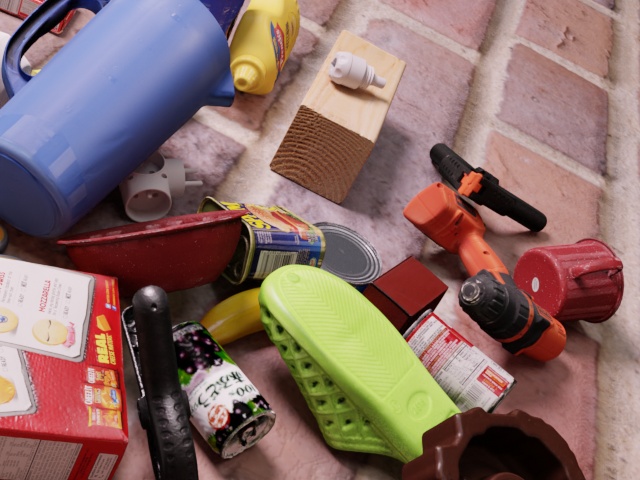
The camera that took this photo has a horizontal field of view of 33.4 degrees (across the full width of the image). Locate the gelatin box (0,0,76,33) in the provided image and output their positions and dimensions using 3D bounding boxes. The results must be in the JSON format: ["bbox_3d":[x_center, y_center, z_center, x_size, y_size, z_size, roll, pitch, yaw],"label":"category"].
[{"bbox_3d":[-0.315,-0.270,1.181,0.089,0.030,0.073,23,34,-9],"label":"gelatin box"}]

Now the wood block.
[{"bbox_3d":[0.024,-0.143,1.202,0.090,0.091,0.206,27,35,-3],"label":"wood block"}]

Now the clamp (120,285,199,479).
[{"bbox_3d":[-0.113,0.113,0.762,0.039,0.120,0.171,-14,75,-12],"label":"clamp"}]

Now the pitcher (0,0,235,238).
[{"bbox_3d":[-0.203,-0.122,0.940,0.149,0.145,0.242,6,44,34],"label":"pitcher"}]

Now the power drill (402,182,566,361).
[{"bbox_3d":[0.155,0.029,1.061,0.184,0.057,0.188,34,22,-50],"label":"power drill"}]

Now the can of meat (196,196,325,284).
[{"bbox_3d":[-0.056,0.001,0.979,0.083,0.057,0.102,3,19,-35],"label":"can of meat"}]

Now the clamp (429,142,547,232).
[{"bbox_3d":[0.172,-0.067,1.200,0.165,0.036,0.209,37,10,18],"label":"clamp"}]

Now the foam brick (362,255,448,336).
[{"bbox_3d":[0.076,0.059,1.020,0.051,0.053,0.078,41,37,16],"label":"foam brick"}]

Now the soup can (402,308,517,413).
[{"bbox_3d":[0.117,0.119,0.960,0.102,0.069,0.068,39,37,13],"label":"soup can"}]

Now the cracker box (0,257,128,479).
[{"bbox_3d":[-0.249,0.086,0.750,0.213,0.072,0.164,10,39,-23],"label":"cracker box"}]

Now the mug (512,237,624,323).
[{"bbox_3d":[0.265,0.042,1.122,0.081,0.117,0.093,-4,76,-31],"label":"mug"}]

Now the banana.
[{"bbox_3d":[-0.026,0.069,0.951,0.197,0.037,0.070,6,41,-28],"label":"banana"}]

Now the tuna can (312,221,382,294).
[{"bbox_3d":[0.015,0.023,1.040,0.086,0.034,0.086,18,37,-14],"label":"tuna can"}]

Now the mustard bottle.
[{"bbox_3d":[-0.069,-0.224,1.234,0.058,0.096,0.191,6,36,8],"label":"mustard bottle"}]

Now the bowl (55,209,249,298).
[{"bbox_3d":[-0.135,0.013,0.889,0.161,0.162,0.055,-13,96,-43],"label":"bowl"}]
